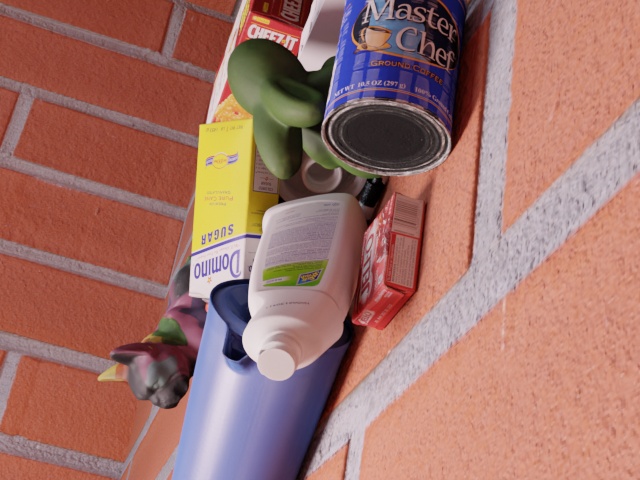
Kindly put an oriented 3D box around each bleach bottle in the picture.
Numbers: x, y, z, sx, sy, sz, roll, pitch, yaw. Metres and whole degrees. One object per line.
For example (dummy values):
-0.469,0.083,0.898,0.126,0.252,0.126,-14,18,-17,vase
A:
-0.021,0.040,0.898,0.250,0.103,0.068,-70,-36,-63,bleach bottle

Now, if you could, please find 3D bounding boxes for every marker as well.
0.033,-0.008,1.020,0.020,0.020,0.121,-96,25,-63,marker

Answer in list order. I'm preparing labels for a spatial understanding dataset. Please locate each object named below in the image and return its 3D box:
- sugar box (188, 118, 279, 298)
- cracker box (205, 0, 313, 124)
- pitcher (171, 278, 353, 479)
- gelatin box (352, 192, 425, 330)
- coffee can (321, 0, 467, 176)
-0.085,-0.029,1.057,0.094,0.048,0.176,0,84,49,sugar box
-0.069,-0.211,1.208,0.214,0.072,0.164,117,164,-44,cracker box
-0.060,0.165,0.999,0.145,0.149,0.243,-127,50,-58,pitcher
0.054,0.017,0.859,0.073,0.030,0.089,124,160,-57,gelatin box
0.061,-0.138,0.858,0.103,0.102,0.140,126,158,-59,coffee can
